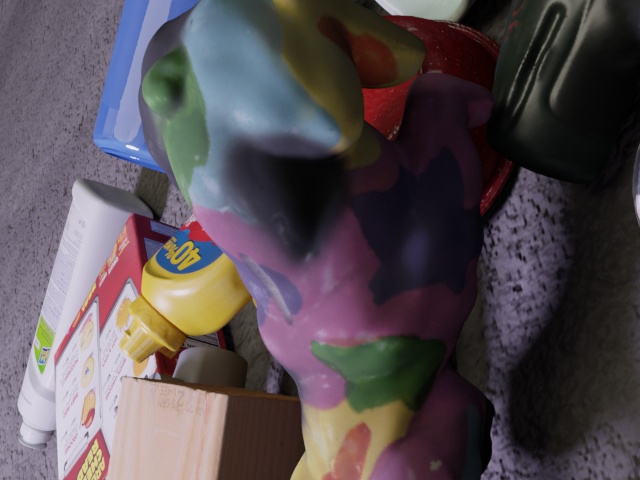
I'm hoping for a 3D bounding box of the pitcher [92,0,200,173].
[{"bbox_3d":[-0.084,-0.168,0.810,0.145,0.149,0.243,15,88,57],"label":"pitcher"}]

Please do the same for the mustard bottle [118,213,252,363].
[{"bbox_3d":[-0.055,0.001,0.668,0.191,0.058,0.096,-48,29,-4],"label":"mustard bottle"}]

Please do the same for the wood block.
[{"bbox_3d":[-0.058,0.180,0.553,0.090,0.090,0.206,1,81,44],"label":"wood block"}]

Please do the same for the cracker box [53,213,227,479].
[{"bbox_3d":[-0.136,0.110,0.800,0.164,0.072,0.214,-56,32,26],"label":"cracker box"}]

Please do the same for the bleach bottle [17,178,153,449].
[{"bbox_3d":[-0.233,0.074,1.006,0.103,0.068,0.251,35,107,61],"label":"bleach bottle"}]
